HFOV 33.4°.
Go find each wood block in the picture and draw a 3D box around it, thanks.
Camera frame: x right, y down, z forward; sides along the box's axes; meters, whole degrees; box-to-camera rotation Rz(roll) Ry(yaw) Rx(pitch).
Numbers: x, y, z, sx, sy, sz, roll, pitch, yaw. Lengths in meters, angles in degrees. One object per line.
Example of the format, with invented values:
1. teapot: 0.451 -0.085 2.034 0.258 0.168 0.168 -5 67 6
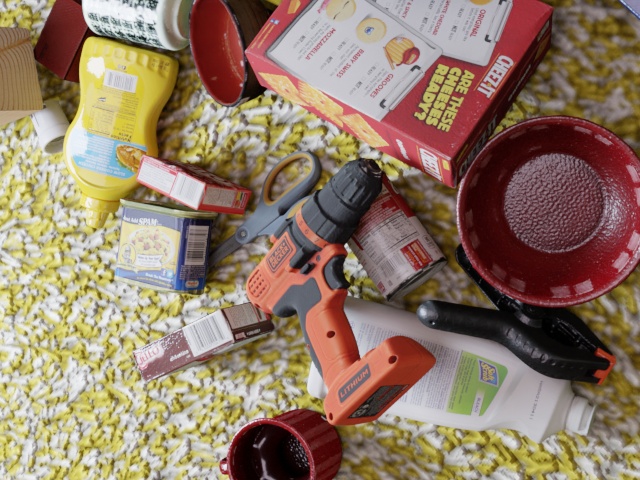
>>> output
1. wood block: -0.399 -0.158 1.138 0.207 0.090 0.090 -11 88 41

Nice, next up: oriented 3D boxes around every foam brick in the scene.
1. foam brick: -0.255 -0.211 1.117 0.053 0.051 0.078 36 106 20

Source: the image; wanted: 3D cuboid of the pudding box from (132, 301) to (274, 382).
1. pudding box: -0.114 0.098 1.048 0.114 0.089 0.039 -24 84 23

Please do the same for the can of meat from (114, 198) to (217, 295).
1. can of meat: -0.157 0.006 1.073 0.102 0.057 0.084 11 95 34

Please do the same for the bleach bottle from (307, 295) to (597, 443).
1. bleach bottle: 0.118 0.129 0.958 0.251 0.068 0.102 16 100 21

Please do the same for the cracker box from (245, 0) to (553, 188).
1. cracker box: 0.069 -0.167 0.931 0.214 0.072 0.164 31 78 20

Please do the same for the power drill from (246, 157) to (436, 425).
1. power drill: 0.023 0.047 0.910 0.185 0.057 0.188 -51 52 34

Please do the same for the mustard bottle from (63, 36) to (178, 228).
1. mustard bottle: -0.212 -0.106 1.097 0.096 0.058 0.192 15 100 1

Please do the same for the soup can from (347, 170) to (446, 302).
1. soup can: 0.060 -0.004 0.974 0.069 0.068 0.102 -39 77 21

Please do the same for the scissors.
1. scissors: -0.057 0.001 1.056 0.096 0.016 0.202 45 109 19

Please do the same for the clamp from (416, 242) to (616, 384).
1. clamp: 0.173 0.064 0.923 0.171 0.120 0.039 26 133 1

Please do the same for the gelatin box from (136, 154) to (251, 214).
1. gelatin box: -0.125 -0.055 1.046 0.089 0.073 0.030 25 100 32

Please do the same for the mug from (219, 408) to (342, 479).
1. mug: -0.041 0.210 1.025 0.117 0.081 0.093 -14 87 25

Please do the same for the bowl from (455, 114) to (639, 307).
1. bowl: 0.198 -0.028 0.904 0.162 0.055 0.162 3 102 12
